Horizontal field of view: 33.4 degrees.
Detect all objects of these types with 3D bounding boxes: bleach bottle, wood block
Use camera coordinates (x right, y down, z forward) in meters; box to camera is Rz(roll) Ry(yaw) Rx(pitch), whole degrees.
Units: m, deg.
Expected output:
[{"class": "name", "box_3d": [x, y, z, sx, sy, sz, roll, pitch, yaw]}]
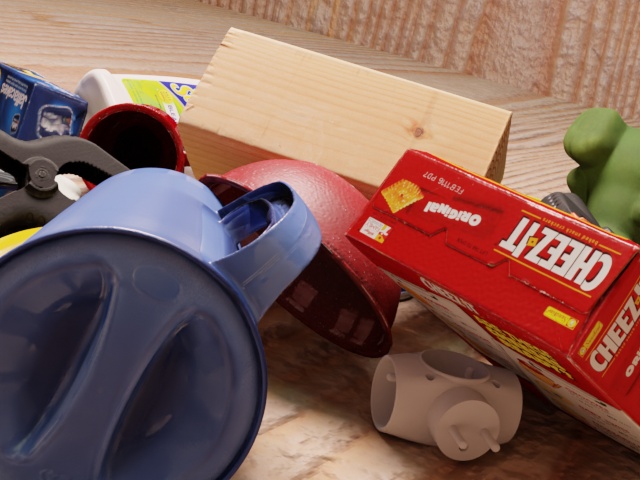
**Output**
[{"class": "bleach bottle", "box_3d": [-0.125, -0.128, 1.109, 0.250, 0.068, 0.102, -10, 69, -43]}, {"class": "wood block", "box_3d": [0.017, -0.062, 0.742, 0.206, 0.090, 0.090, 19, -24, 15]}]

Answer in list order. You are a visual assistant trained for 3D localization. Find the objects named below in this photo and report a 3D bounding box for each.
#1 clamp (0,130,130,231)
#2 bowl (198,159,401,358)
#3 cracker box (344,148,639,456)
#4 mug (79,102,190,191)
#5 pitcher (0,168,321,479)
[{"class": "clamp", "box_3d": [-0.211, -0.050, 0.765, 0.171, 0.120, 0.039, -5, -11, -36]}, {"class": "bowl", "box_3d": [-0.003, 0.001, 0.679, 0.162, 0.055, 0.162, 37, -20, 16]}, {"class": "cracker box", "box_3d": [0.138, 0.046, 0.609, 0.164, 0.072, 0.213, 29, -8, 45]}, {"class": "mug", "box_3d": [-0.153, -0.079, 0.957, 0.117, 0.093, 0.081, 1, 11, -2]}, {"class": "pitcher", "box_3d": [-0.086, 0.028, 0.545, 0.149, 0.145, 0.243, 8, 13, -5]}]
